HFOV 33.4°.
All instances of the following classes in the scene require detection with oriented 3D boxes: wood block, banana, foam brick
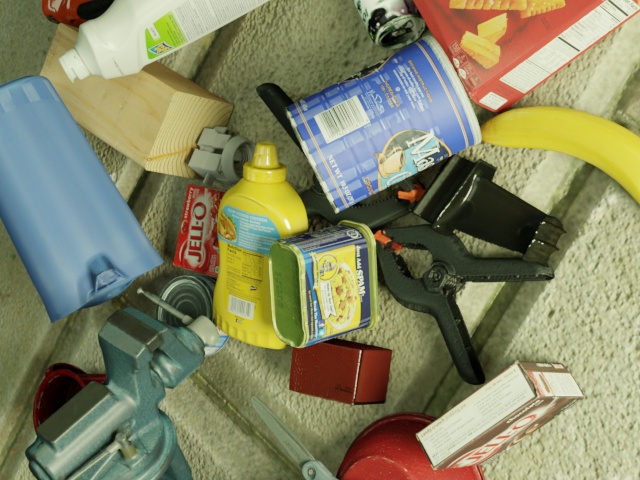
[{"bbox_3d":[-0.206,-0.152,1.156,0.206,0.090,0.090,33,105,34],"label":"wood block"},{"bbox_3d":[0.216,-0.069,0.870,0.198,0.037,0.070,38,105,33],"label":"banana"},{"bbox_3d":[0.018,0.120,0.986,0.078,0.051,0.053,9,91,37],"label":"foam brick"}]

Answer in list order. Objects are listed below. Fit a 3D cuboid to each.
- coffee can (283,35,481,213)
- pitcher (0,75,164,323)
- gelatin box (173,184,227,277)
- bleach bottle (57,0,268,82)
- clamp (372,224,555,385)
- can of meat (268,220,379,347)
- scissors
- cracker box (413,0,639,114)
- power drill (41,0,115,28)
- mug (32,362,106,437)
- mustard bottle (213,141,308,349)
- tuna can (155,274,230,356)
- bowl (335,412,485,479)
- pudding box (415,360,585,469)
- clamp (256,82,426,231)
[{"bbox_3d":[0.053,-0.100,0.920,0.140,0.102,0.103,-26,67,3],"label":"coffee can"},{"bbox_3d":[-0.281,-0.044,1.131,0.149,0.144,0.243,-27,93,31],"label":"pitcher"},{"bbox_3d":[-0.112,-0.009,1.108,0.073,0.030,0.089,14,93,37],"label":"gelatin box"},{"bbox_3d":[-0.146,-0.235,1.051,0.251,0.102,0.068,-31,63,-3],"label":"bleach bottle"},{"bbox_3d":[0.118,0.030,0.931,0.120,0.039,0.172,-47,57,4],"label":"clamp"},{"bbox_3d":[0.002,0.040,0.965,0.058,0.083,0.102,16,115,51],"label":"can of meat"},{"bbox_3d":[-0.007,0.226,0.945,0.202,0.016,0.096,28,102,36],"label":"scissors"},{"bbox_3d":[0.182,-0.236,0.891,0.214,0.072,0.164,-37,65,27],"label":"cracker box"},{"bbox_3d":[-0.233,-0.316,1.214,0.188,0.057,0.184,4,88,37],"label":"power drill"},{"bbox_3d":[-0.257,0.178,1.162,0.117,0.081,0.093,46,111,30],"label":"mug"},{"bbox_3d":[-0.056,0.001,1.018,0.096,0.058,0.192,18,113,37],"label":"mustard bottle"},{"bbox_3d":[-0.131,0.078,1.110,0.086,0.033,0.086,-5,82,36],"label":"tuna can"},{"bbox_3d":[0.066,0.233,0.936,0.162,0.055,0.162,-4,83,36],"label":"bowl"},{"bbox_3d":[0.146,0.142,0.865,0.114,0.089,0.039,-43,61,24],"label":"pudding box"},{"bbox_3d":[0.007,-0.069,1.019,0.210,0.036,0.164,5,97,36],"label":"clamp"}]
